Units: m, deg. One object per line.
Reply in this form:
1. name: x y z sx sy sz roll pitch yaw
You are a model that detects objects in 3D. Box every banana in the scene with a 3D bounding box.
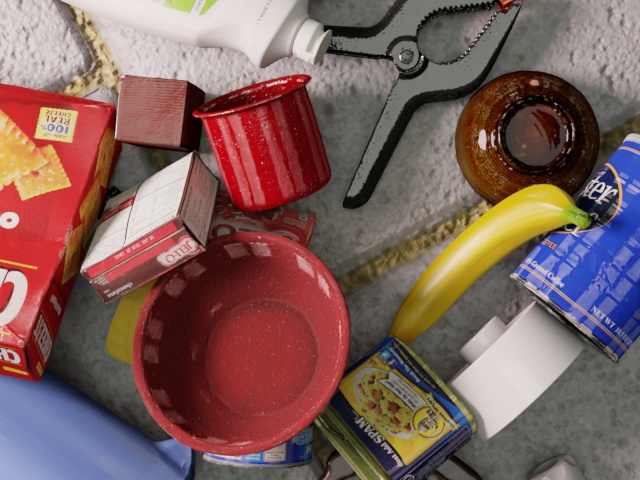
1. banana: 0.122 0.012 0.812 0.037 0.069 0.198 42 125 -11

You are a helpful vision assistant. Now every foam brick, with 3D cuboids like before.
1. foam brick: -0.124 -0.098 0.833 0.053 0.078 0.051 7 92 3

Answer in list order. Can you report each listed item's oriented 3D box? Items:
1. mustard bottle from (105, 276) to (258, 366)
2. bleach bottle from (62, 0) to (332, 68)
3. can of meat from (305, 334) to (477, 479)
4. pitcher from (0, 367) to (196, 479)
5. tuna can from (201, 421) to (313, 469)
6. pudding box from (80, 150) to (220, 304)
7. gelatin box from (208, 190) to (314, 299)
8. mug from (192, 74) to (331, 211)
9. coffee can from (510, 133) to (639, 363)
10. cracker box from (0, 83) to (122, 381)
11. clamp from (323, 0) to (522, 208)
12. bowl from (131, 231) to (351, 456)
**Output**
1. mustard bottle: -0.064 0.080 0.839 0.191 0.058 0.096 22 85 3
2. bleach bottle: -0.112 -0.194 0.825 0.251 0.068 0.102 27 90 9
3. can of meat: 0.052 0.131 0.787 0.083 0.057 0.102 -36 68 -16
4. pitcher: -0.230 0.170 0.815 0.243 0.149 0.145 35 128 6
5. tuna can: -0.048 0.152 0.824 0.086 0.086 0.034 3 89 3
6. pudding box: -0.125 -0.012 0.801 0.090 0.113 0.039 -27 118 16
7. gelatin box: -0.055 0.001 0.831 0.089 0.073 0.030 15 133 3
8. mug: -0.048 -0.073 0.819 0.093 0.117 0.081 -30 111 -35
9. coffee can: 0.227 0.006 0.799 0.103 0.103 0.140 40 92 2
10. cracker box: -0.258 -0.018 0.798 0.164 0.072 0.213 11 59 3
11. clamp: 0.068 -0.131 0.841 0.210 0.036 0.164 -22 90 7
12. bowl: -0.051 0.077 0.767 0.162 0.055 0.162 -5 70 15
